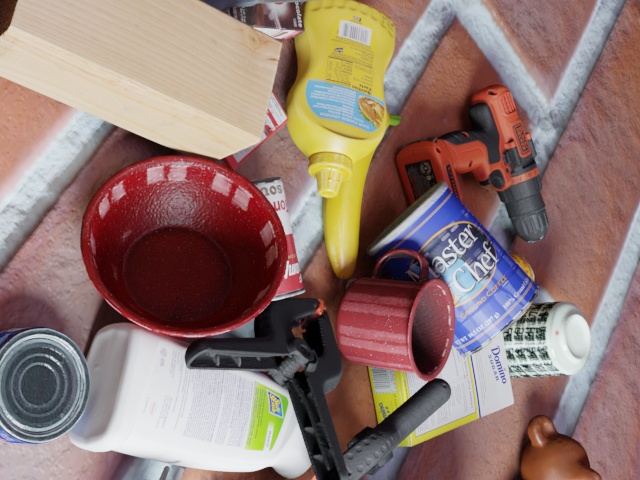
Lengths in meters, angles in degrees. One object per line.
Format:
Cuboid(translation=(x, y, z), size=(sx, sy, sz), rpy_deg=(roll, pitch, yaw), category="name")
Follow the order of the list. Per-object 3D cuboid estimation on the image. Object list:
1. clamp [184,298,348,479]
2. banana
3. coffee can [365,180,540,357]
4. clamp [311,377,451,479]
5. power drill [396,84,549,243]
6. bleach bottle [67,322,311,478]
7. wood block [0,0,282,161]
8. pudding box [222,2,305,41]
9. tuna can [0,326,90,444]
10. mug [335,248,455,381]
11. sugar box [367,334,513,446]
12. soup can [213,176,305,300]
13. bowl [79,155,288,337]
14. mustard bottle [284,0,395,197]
Cuboid(translation=(-0.032, 0.098, 0.891), size=(0.164, 0.036, 0.210), rpy_deg=(43, 24, -15), category="clamp")
Cuboid(translation=(0.036, -0.061, 1.037), size=(0.069, 0.037, 0.197), rpy_deg=(37, 60, -31), category="banana")
Cuboid(translation=(0.128, 0.027, 1.036), size=(0.140, 0.103, 0.102), rpy_deg=(47, 52, -2), category="coffee can")
Cuboid(translation=(0.052, 0.177, 0.938), size=(0.039, 0.120, 0.171), rpy_deg=(42, 22, 11), category="clamp")
Cuboid(translation=(0.171, -0.063, 1.154), size=(0.187, 0.057, 0.184), rpy_deg=(-27, 99, -45), category="power drill")
Cuboid(translation=(-0.081, 0.151, 0.880), size=(0.250, 0.068, 0.102), rpy_deg=(29, 65, -40), category="bleach bottle")
Cuboid(translation=(-0.145, -0.144, 0.819), size=(0.205, 0.090, 0.091), rpy_deg=(22, 69, -30), category="wood block")
Cuboid(translation=(-0.065, -0.240, 0.965), size=(0.089, 0.039, 0.113), rpy_deg=(-6, 88, -44), category="pudding box")
Cuboid(translation=(-0.212, 0.106, 0.779), size=(0.085, 0.034, 0.086), rpy_deg=(8, 79, -43), category="tuna can")
Cuboid(translation=(0.068, 0.065, 0.976), size=(0.093, 0.082, 0.117), rpy_deg=(10, 86, -57), category="mug")
Cuboid(translation=(0.125, 0.143, 1.088), size=(0.175, 0.048, 0.093), rpy_deg=(-9, 90, -47), category="sugar box")
Cuboid(translation=(-0.056, 0.001, 0.920), size=(0.068, 0.069, 0.102), rpy_deg=(-13, 92, -44), category="soup can")
Cuboid(translation=(-0.110, 0.013, 0.847), size=(0.162, 0.055, 0.162), rpy_deg=(7, 59, -12), category="bowl")
Cuboid(translation=(0.016, -0.131, 0.997), size=(0.096, 0.058, 0.191), rpy_deg=(15, 67, -21), category="mustard bottle")
